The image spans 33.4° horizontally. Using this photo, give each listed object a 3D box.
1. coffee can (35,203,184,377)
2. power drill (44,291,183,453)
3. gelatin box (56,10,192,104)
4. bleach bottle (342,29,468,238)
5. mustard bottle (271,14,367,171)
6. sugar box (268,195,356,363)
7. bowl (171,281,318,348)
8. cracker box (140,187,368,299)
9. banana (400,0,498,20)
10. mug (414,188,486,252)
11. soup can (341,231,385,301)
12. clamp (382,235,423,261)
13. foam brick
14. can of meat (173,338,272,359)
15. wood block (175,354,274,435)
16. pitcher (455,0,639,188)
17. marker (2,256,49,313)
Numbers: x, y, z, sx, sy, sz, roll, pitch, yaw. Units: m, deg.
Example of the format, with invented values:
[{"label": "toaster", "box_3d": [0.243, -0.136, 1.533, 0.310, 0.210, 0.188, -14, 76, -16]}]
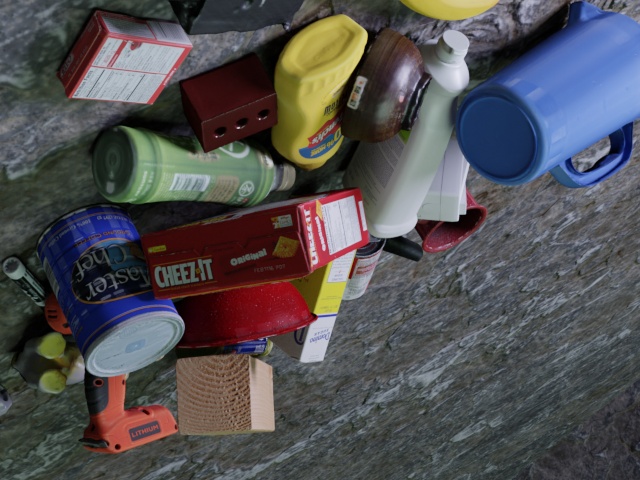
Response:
[{"label": "coffee can", "box_3d": [-0.210, 0.049, 1.061, 0.102, 0.140, 0.103, -24, 154, -13]}, {"label": "power drill", "box_3d": [-0.209, 0.128, 1.177, 0.057, 0.187, 0.184, -5, -175, 45]}, {"label": "gelatin box", "box_3d": [-0.162, -0.149, 0.880, 0.089, 0.030, 0.073, -1, 144, -45]}, {"label": "bleach bottle", "box_3d": [0.100, -0.116, 1.134, 0.068, 0.103, 0.251, -14, 150, -29]}, {"label": "mustard bottle", "box_3d": [-0.006, -0.128, 1.047, 0.096, 0.058, 0.192, -43, 162, -25]}, {"label": "sugar box", "box_3d": [-0.016, 0.045, 1.239, 0.048, 0.093, 0.176, 1, 113, -43]}, {"label": "bowl", "box_3d": [-0.086, 0.069, 1.119, 0.162, 0.055, 0.162, -9, -176, 0]}, {"label": "cracker box", "box_3d": [-0.057, 0.001, 1.073, 0.164, 0.072, 0.213, -11, -176, 18]}, {"label": "banana", "box_3d": [0.109, -0.240, 0.994, 0.070, 0.037, 0.197, -39, 153, 19]}, {"label": "mug", "box_3d": [0.140, -0.044, 1.334, 0.117, 0.081, 0.093, -3, 143, -45]}, {"label": "soup can", "box_3d": [0.036, 0.020, 1.293, 0.068, 0.068, 0.102, -19, 151, -23]}, {"label": "clamp", "box_3d": [0.046, 0.002, 1.369, 0.164, 0.036, 0.210, -23, 151, -1]}, {"label": "foam brick", "box_3d": [-0.083, -0.126, 0.981, 0.078, 0.051, 0.053, -24, 154, -13]}, {"label": "can of meat", "box_3d": [-0.126, 0.126, 1.360, 0.083, 0.057, 0.102, 3, 166, -45]}, {"label": "wood block", "box_3d": [-0.116, 0.197, 1.340, 0.090, 0.091, 0.206, -5, 170, 4]}, {"label": "pitcher", "box_3d": [0.254, -0.139, 1.128, 0.242, 0.149, 0.145, -32, 153, -41]}, {"label": "marker", "box_3d": [-0.299, 0.050, 1.109, 0.020, 0.020, 0.121, -28, 155, -6]}]
